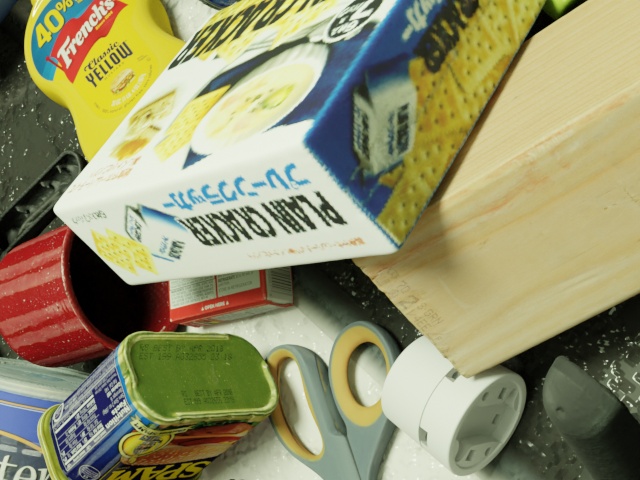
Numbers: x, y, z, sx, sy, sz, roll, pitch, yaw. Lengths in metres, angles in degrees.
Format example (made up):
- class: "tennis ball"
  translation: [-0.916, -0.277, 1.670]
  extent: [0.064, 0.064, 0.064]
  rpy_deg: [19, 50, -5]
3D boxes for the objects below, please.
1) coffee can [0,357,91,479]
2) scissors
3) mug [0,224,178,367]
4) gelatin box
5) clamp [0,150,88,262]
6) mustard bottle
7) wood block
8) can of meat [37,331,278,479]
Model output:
- class: "coffee can"
  translation: [-0.179, 0.148, 0.636]
  extent: [0.103, 0.102, 0.140]
  rpy_deg: [10, 87, 36]
- class: "scissors"
  translation: [0.032, 0.127, 0.545]
  extent: [0.096, 0.016, 0.202]
  rpy_deg: [-45, 59, 22]
- class: "mug"
  translation: [-0.140, 0.022, 0.651]
  extent: [0.082, 0.093, 0.117]
  rpy_deg: [-18, 40, 36]
- class: "gelatin box"
  translation: [-0.054, 0.001, 0.622]
  extent: [0.073, 0.030, 0.089]
  rpy_deg: [-15, 71, 33]
- class: "clamp"
  translation: [-0.205, 0.001, 0.687]
  extent: [0.172, 0.120, 0.039]
  rpy_deg: [109, 145, -61]
- class: "mustard bottle"
  translation: [-0.137, -0.120, 0.684]
  extent: [0.096, 0.058, 0.192]
  rpy_deg: [-42, 58, 4]
- class: "wood block"
  translation: [0.122, -0.039, 0.451]
  extent: [0.206, 0.090, 0.090]
  rpy_deg: [-32, 27, 26]
- class: "can of meat"
  translation: [-0.085, 0.092, 0.574]
  extent: [0.084, 0.101, 0.057]
  rpy_deg: [-43, 59, 33]
